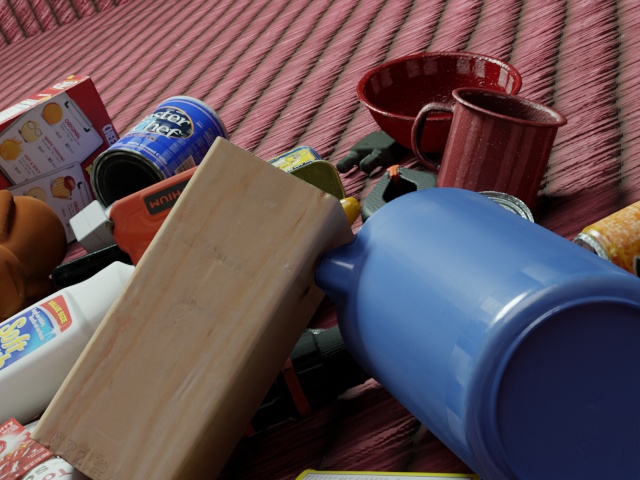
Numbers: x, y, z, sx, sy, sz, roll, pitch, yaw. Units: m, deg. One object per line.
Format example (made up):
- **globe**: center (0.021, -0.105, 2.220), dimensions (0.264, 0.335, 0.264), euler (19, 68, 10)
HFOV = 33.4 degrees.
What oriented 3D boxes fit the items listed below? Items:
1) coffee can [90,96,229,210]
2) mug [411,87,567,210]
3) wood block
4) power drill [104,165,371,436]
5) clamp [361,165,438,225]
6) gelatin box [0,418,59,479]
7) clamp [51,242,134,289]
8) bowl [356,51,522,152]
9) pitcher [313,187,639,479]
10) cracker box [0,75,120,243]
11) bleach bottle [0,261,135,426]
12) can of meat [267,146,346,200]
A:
- **coffee can**: center (-0.178, -0.088, 1.205), dimensions (0.103, 0.103, 0.140), euler (-9, 26, 30)
- **mug**: center (0.130, -0.073, 0.857), dimensions (0.117, 0.081, 0.093), euler (16, 21, 7)
- **wood block**: center (-0.071, 0.056, 0.650), dimensions (0.090, 0.091, 0.206), euler (28, 80, 15)
- **power drill**: center (-0.055, 0.038, 0.731), dimensions (0.184, 0.188, 0.057), euler (-22, -22, -1)
- **clamp**: center (0.066, -0.011, 0.888), dimensions (0.120, 0.039, 0.171), euler (-19, 25, -4)
- **gelatin box**: center (-0.215, 0.160, 0.682), dimensions (0.089, 0.030, 0.073), euler (-36, 29, -25)
- **clamp**: center (-0.146, -0.002, 1.053), dimensions (0.209, 0.036, 0.165), euler (-30, 19, -30)
- **bowl**: center (0.118, -0.131, 1.054), dimensions (0.162, 0.055, 0.162), euler (-5, 31, 3)
- **pitcher**: center (0.102, 0.051, 0.550), dimensions (0.149, 0.145, 0.243), euler (-30, 12, -4)
- **cracker box**: center (-0.333, -0.071, 1.234), dimensions (0.213, 0.164, 0.072), euler (-34, 27, -25)
- **bleach bottle**: center (-0.216, 0.086, 0.821), dimensions (0.251, 0.068, 0.102), euler (-34, 30, 10)
- **can of meat**: center (-0.034, -0.047, 1.039), dimensions (0.102, 0.057, 0.084), euler (-24, 20, -3)
